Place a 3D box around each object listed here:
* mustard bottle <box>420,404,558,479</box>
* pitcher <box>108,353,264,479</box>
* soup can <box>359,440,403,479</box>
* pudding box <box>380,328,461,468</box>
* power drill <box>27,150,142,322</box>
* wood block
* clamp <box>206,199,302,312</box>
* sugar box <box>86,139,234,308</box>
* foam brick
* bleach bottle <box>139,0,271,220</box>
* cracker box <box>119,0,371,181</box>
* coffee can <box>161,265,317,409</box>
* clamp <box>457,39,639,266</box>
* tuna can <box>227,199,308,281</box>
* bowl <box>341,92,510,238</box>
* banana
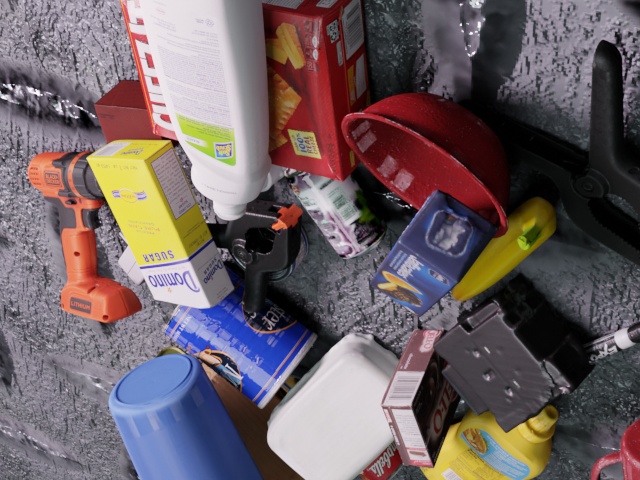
[{"bbox_3d":[0.185,0.214,1.116,0.096,0.058,0.192,40,140,-1],"label":"mustard bottle"},{"bbox_3d":[-0.145,0.248,1.191,0.149,0.145,0.243,-10,116,22],"label":"pitcher"},{"bbox_3d":[0.046,0.225,1.223,0.102,0.068,0.069,42,140,-4],"label":"soup can"},{"bbox_3d":[0.105,0.158,1.081,0.039,0.113,0.090,-1,127,31],"label":"pudding box"},{"bbox_3d":[-0.249,-0.007,1.182,0.185,0.057,0.188,9,111,47],"label":"power drill"},{"bbox_3d":[-0.081,0.244,1.306,0.206,0.090,0.090,48,151,-12],"label":"wood block"},{"bbox_3d":[-0.078,-0.001,1.072,0.120,0.039,0.172,37,141,-3],"label":"clamp"},{"bbox_3d":[-0.159,-0.015,1.071,0.094,0.048,0.176,6,125,42],"label":"sugar box"},{"bbox_3d":[-0.177,-0.125,1.071,0.078,0.051,0.053,11,132,29],"label":"foam brick"},{"bbox_3d":[-0.092,-0.121,0.892,0.103,0.068,0.251,21,139,22],"label":"bleach bottle"},{"bbox_3d":[-0.065,-0.154,0.944,0.214,0.072,0.164,15,135,26],"label":"cracker box"},{"bbox_3d":[-0.089,0.103,1.181,0.140,0.102,0.103,38,140,1],"label":"coffee can"},{"bbox_3d":[0.222,-0.059,0.842,0.210,0.036,0.165,46,149,-10],"label":"clamp"},{"bbox_3d":[-0.057,0.001,1.114,0.086,0.033,0.086,21,137,20],"label":"tuna can"},{"bbox_3d":[0.098,-0.071,0.873,0.162,0.055,0.162,34,168,8],"label":"bowl"},{"bbox_3d":[0.161,0.004,0.923,0.037,0.069,0.198,53,163,9],"label":"banana"}]
